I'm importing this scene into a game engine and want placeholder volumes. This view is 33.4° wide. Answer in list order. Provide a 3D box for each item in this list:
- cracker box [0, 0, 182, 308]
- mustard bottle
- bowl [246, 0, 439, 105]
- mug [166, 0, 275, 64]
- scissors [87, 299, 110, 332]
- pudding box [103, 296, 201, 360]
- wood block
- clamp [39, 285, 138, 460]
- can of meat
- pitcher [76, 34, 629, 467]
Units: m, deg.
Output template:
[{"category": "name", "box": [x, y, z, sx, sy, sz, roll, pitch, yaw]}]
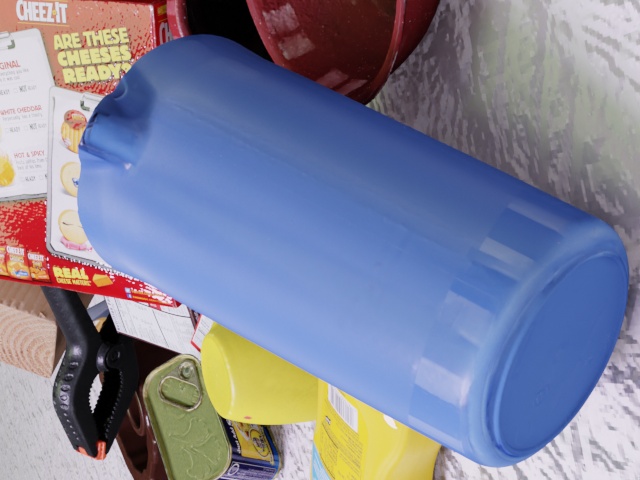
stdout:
[{"category": "cracker box", "box": [-0.165, -0.070, 0.753, 0.164, 0.072, 0.214, 8, 114, 20]}, {"category": "mustard bottle", "box": [0.029, 0.138, 0.634, 0.096, 0.058, 0.192, 44, 137, 47]}, {"category": "bowl", "box": [0.015, -0.149, 0.539, 0.162, 0.055, 0.162, 42, 142, 45]}, {"category": "mug", "box": [-0.042, -0.151, 0.644, 0.117, 0.093, 0.082, -62, 19, 2]}, {"category": "scissors", "box": [-0.205, 0.053, 1.062, 0.016, 0.096, 0.202, 57, 151, 21]}, {"category": "pudding box", "box": [-0.134, 0.047, 0.890, 0.114, 0.039, 0.090, 15, 134, 35]}, {"category": "wood block", "box": [-0.255, 0.015, 1.021, 0.090, 0.091, 0.206, 111, 179, -47]}, {"category": "clamp", "box": [-0.191, 0.092, 0.959, 0.036, 0.164, 0.210, 14, 110, 31]}, {"category": "can of meat", "box": [-0.082, 0.145, 0.829, 0.057, 0.083, 0.102, -32, 62, 17]}, {"category": "pitcher", "box": [0.016, 0.002, 0.495, 0.243, 0.149, 0.145, 28, 139, 37]}]
